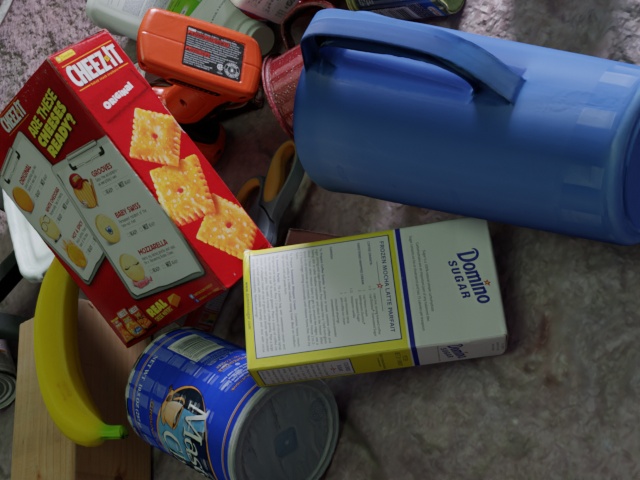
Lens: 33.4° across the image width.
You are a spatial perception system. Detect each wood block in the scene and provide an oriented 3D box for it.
[{"bbox_3d":[-0.211,0.168,0.950,0.090,0.090,0.206,-23,59,35],"label":"wood block"}]

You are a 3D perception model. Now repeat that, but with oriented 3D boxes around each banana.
[{"bbox_3d":[-0.208,0.098,0.891,0.070,0.037,0.198,-32,57,9],"label":"banana"}]

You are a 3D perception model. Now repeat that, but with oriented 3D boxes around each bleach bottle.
[{"bbox_3d":[-0.134,-0.222,1.054,0.251,0.068,0.102,33,98,43],"label":"bleach bottle"}]

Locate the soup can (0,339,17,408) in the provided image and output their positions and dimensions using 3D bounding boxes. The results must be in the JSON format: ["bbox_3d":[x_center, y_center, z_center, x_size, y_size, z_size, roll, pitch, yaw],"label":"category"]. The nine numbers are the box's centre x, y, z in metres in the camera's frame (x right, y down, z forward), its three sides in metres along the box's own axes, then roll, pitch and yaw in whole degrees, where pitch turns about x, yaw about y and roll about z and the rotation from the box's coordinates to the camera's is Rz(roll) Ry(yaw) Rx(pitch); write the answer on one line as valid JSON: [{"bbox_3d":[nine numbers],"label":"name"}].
[{"bbox_3d":[-0.361,0.124,1.125,0.069,0.068,0.102,-47,48,19],"label":"soup can"}]

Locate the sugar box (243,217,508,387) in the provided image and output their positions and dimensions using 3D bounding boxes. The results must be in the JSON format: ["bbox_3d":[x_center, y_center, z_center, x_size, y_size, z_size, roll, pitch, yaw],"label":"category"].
[{"bbox_3d":[0.036,0.043,0.742,0.176,0.048,0.093,-7,64,4],"label":"sugar box"}]

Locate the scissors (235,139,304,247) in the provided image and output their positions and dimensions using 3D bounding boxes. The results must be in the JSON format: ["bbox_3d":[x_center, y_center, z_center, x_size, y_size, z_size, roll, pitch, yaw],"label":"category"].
[{"bbox_3d":[-0.056,0.001,0.884,0.096,0.016,0.201,-25,39,46],"label":"scissors"}]

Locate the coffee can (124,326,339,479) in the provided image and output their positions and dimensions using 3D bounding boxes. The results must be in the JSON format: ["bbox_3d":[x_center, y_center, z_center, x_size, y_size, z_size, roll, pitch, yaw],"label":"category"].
[{"bbox_3d":[-0.070,0.133,0.821,0.141,0.102,0.103,16,85,46],"label":"coffee can"}]

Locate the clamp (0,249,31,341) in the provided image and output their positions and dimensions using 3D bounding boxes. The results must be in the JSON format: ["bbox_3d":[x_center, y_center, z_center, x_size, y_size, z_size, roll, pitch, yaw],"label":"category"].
[{"bbox_3d":[-0.339,0.080,1.086,0.210,0.036,0.165,-27,53,-7],"label":"clamp"}]

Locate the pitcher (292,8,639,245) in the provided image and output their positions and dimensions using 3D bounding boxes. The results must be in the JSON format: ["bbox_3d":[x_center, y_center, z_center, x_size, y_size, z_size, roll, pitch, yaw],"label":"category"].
[{"bbox_3d":[0.105,-0.079,0.701,0.243,0.148,0.145,16,116,38],"label":"pitcher"}]

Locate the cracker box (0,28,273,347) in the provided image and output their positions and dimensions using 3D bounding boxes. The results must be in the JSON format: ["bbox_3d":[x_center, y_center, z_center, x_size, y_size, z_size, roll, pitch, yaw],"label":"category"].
[{"bbox_3d":[-0.160,-0.035,0.851,0.213,0.072,0.164,53,138,-5],"label":"cracker box"}]

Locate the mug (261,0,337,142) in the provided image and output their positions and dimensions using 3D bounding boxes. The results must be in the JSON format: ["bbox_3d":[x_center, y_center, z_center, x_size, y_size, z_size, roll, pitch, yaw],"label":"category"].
[{"bbox_3d":[0.008,-0.138,0.859,0.082,0.093,0.117,-26,83,28],"label":"mug"}]

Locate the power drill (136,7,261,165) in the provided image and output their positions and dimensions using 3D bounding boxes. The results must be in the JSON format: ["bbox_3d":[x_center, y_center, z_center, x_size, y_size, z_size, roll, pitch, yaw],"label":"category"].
[{"bbox_3d":[-0.145,-0.127,0.905,0.188,0.184,0.057,-30,52,60],"label":"power drill"}]

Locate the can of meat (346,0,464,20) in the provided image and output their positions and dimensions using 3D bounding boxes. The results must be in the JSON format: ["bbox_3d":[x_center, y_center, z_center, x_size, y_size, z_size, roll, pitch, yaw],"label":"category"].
[{"bbox_3d":[0.076,-0.228,0.861,0.084,0.057,0.102,4,76,42],"label":"can of meat"}]
